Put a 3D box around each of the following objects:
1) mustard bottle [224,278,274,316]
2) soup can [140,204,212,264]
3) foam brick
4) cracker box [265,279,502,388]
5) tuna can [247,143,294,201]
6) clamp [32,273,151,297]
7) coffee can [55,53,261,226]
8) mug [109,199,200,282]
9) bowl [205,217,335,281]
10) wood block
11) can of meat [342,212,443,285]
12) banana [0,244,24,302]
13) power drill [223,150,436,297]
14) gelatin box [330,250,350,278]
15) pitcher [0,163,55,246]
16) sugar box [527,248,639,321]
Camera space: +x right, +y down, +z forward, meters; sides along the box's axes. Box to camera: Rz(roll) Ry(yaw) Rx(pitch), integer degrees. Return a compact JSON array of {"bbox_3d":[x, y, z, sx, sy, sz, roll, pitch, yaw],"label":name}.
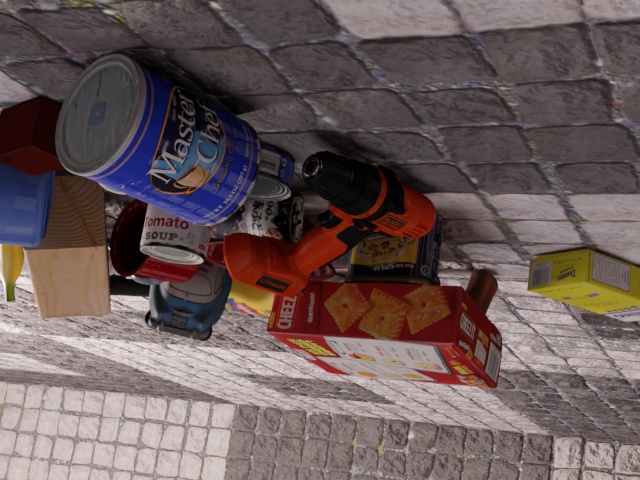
[{"bbox_3d":[-0.099,0.079,1.550,0.192,0.058,0.096,4,163,17],"label":"mustard bottle"},{"bbox_3d":[-0.140,-0.033,1.072,0.068,0.102,0.068,8,165,2],"label":"soup can"},{"bbox_3d":[-0.265,-0.097,1.004,0.078,0.051,0.052,-6,158,43],"label":"foam brick"},{"bbox_3d":[0.074,0.100,1.165,0.214,0.072,0.164,2,158,27],"label":"cracker box"},{"bbox_3d":[-0.068,-0.067,1.038,0.086,0.034,0.086,8,165,2],"label":"tuna can"},{"bbox_3d":[-0.330,0.065,1.569,0.209,0.036,0.165,3,-179,-37],"label":"clamp"},{"bbox_3d":[-0.134,-0.081,0.892,0.103,0.103,0.140,-4,161,40],"label":"coffee can"},{"bbox_3d":[-0.184,-0.003,1.265,0.081,0.093,0.117,16,128,-42],"label":"mug"},{"bbox_3d":[-0.058,0.002,1.244,0.162,0.055,0.162,8,165,2],"label":"bowl"},{"bbox_3d":[-0.294,0.012,1.249,0.090,0.091,0.206,-3,155,-11],"label":"wood block"},{"bbox_3d":[0.080,0.012,1.152,0.102,0.084,0.057,0,163,30],"label":"can of meat"},{"bbox_3d":[-0.362,-0.002,1.247,0.037,0.070,0.198,-15,154,-21],"label":"banana"},{"bbox_3d":[-0.004,-0.014,1.042,0.188,0.057,0.184,-28,148,30],"label":"power drill"},{"bbox_3d":[0.031,0.031,1.353,0.089,0.030,0.073,-3,162,39],"label":"gelatin box"},{"bbox_3d":[-0.397,-0.060,1.081,0.242,0.145,0.149,9,-154,-12],"label":"pitcher"},{"bbox_3d":[0.336,0.056,1.245,0.176,0.048,0.094,19,162,-32],"label":"sugar box"}]
